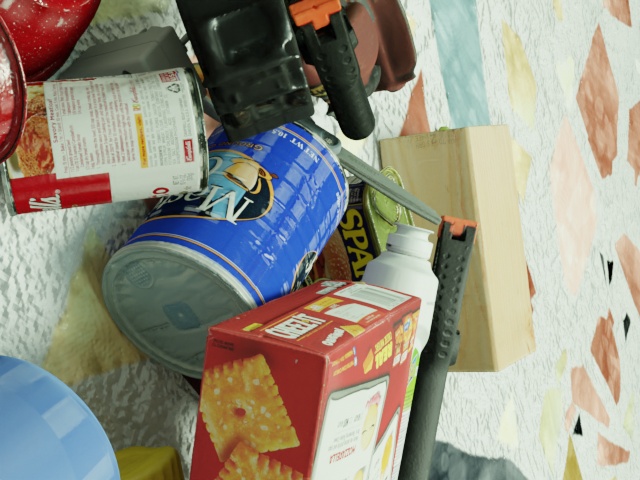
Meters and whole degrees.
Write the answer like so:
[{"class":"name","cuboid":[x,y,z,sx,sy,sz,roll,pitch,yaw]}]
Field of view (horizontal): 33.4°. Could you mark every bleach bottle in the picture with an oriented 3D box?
[{"class":"bleach bottle","cuboid":[0.034,0.113,0.725,0.102,0.068,0.251,13,91,-82]}]

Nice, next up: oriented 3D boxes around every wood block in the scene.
[{"class":"wood block","cuboid":[0.122,0.006,0.944,0.090,0.090,0.206,-13,96,-57]}]

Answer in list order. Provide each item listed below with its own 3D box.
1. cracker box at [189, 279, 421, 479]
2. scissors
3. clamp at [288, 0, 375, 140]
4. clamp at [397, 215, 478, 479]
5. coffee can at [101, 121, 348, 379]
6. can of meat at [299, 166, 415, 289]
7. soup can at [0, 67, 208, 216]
[{"class":"cracker box","cuboid":[-0.013,0.138,0.581,0.164,0.072,0.214,-20,121,-68]},{"class":"scissors","cuboid":[-0.002,-0.082,0.741,0.201,0.016,0.096,23,43,-19]},{"class":"clamp","cuboid":[-0.001,-0.135,0.665,0.120,0.039,0.171,63,0,11]},{"class":"clamp","cuboid":[0.087,0.088,0.820,0.164,0.036,0.210,-68,168,-71]},{"class":"coffee can","cuboid":[-0.054,0.001,0.654,0.103,0.103,0.140,63,38,-29]},{"class":"can of meat","cuboid":[0.022,0.002,0.791,0.057,0.084,0.102,-40,119,-52]},{"class":"soup can","cuboid":[-0.114,-0.052,0.554,0.068,0.102,0.068,172,-90,-78]}]
